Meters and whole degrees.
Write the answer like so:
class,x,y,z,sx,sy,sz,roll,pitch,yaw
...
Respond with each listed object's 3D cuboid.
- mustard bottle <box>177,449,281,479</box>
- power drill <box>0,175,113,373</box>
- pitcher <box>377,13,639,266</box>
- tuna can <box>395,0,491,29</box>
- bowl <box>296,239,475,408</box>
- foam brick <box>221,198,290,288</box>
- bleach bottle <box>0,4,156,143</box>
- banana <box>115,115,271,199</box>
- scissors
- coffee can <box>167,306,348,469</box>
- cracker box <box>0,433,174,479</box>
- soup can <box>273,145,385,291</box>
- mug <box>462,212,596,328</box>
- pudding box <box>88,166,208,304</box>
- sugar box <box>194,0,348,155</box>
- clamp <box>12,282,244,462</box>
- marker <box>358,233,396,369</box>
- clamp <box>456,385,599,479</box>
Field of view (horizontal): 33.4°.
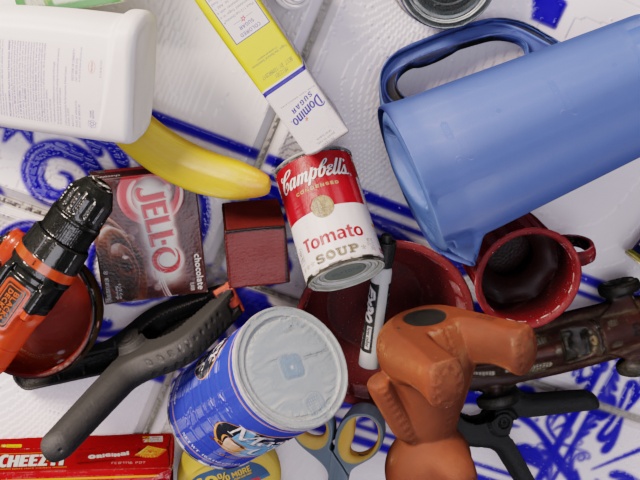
class,x,y,z,sx,sy,sz,roll,pitch,yaw
mustard bottle,-0.080,0.230,0.995,0.096,0.058,0.191,-17,111,4
power drill,-0.277,-0.012,0.843,0.188,0.057,0.184,36,94,6
pitcher,0.173,-0.102,0.876,0.243,0.145,0.149,-23,124,-2
tuna can,0.100,-0.216,0.865,0.086,0.034,0.086,-2,111,-7
bowl,0.053,0.066,0.953,0.162,0.055,0.162,-2,111,-7
foam brick,-0.056,0.001,0.903,0.051,0.078,0.053,-6,109,-5
bleach bottle,-0.255,-0.140,0.811,0.251,0.068,0.103,10,112,6
banana,-0.129,-0.089,0.856,0.198,0.037,0.070,44,117,0
scissors,0.001,0.213,0.998,0.096,0.016,0.202,22,130,-1
coffee can,-0.056,0.127,0.901,0.102,0.102,0.141,30,144,-17
cracker box,-0.217,0.291,0.993,0.164,0.072,0.214,-1,110,-8
soup can,0.007,-0.017,0.874,0.068,0.068,0.102,-16,71,-1
mug,0.182,0.016,0.936,0.117,0.081,0.093,-15,112,-1
pudding box,-0.146,-0.007,0.908,0.090,0.039,0.113,-7,111,-5
sugar box,-0.047,-0.154,0.837,0.048,0.093,0.176,-32,111,5
clamp,-0.158,0.102,0.897,0.210,0.165,0.036,-27,115,-8
marker,0.049,0.052,0.906,0.020,0.020,0.121,3,110,-9
clamp,0.180,0.162,1.015,0.171,0.039,0.120,36,88,-15
